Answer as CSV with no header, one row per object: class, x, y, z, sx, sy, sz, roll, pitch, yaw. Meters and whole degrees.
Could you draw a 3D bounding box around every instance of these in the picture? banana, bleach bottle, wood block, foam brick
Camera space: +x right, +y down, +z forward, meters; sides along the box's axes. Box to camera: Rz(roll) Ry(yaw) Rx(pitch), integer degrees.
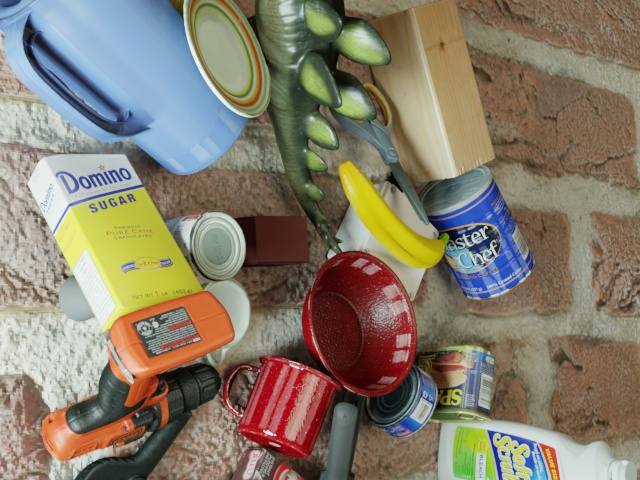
banana,0.084,-0.017,1.209,0.197,0.037,0.069,36,35,-39
bleach bottle,0.258,0.261,1.276,0.068,0.251,0.102,19,72,-42
wood block,0.133,-0.183,1.316,0.090,0.090,0.206,-25,103,-42
foam brick,-0.057,0.001,1.134,0.078,0.053,0.051,0,86,-44

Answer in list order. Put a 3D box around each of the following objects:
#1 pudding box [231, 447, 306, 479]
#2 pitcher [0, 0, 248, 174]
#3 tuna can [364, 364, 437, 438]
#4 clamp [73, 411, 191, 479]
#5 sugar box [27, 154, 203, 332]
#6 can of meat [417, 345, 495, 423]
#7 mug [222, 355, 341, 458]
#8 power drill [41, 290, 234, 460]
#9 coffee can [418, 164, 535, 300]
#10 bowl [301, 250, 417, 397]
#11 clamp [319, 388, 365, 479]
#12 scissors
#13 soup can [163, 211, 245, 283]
pudding box,-0.060,0.286,1.109,0.090,0.039,0.113,43,57,-33
pitcher,-0.179,-0.164,0.982,0.149,0.145,0.242,-46,125,-1
tuna can,0.092,0.183,1.238,0.033,0.086,0.086,36,62,-35
clamp,-0.169,0.244,1.003,0.171,0.039,0.120,-26,88,-38
sugar box,-0.183,-0.002,0.952,0.093,0.048,0.176,-6,56,-45
can of meat,0.162,0.175,1.298,0.057,0.102,0.084,25,66,-40
mug,-0.046,0.171,1.111,0.117,0.093,0.081,24,71,-7
power drill,-0.143,0.120,0.947,0.184,0.188,0.057,-19,66,-38
coffee can,0.197,-0.011,1.350,0.102,0.103,0.140,-48,118,-36
bowl,0.032,0.095,1.176,0.161,0.055,0.162,15,67,-38
clamp,0.020,0.256,1.164,0.164,0.036,0.210,-43,143,-79
scissors,0.063,-0.106,1.234,0.096,0.016,0.202,8,53,-31
soup can,-0.129,0.009,1.027,0.068,0.102,0.068,6,81,-44
